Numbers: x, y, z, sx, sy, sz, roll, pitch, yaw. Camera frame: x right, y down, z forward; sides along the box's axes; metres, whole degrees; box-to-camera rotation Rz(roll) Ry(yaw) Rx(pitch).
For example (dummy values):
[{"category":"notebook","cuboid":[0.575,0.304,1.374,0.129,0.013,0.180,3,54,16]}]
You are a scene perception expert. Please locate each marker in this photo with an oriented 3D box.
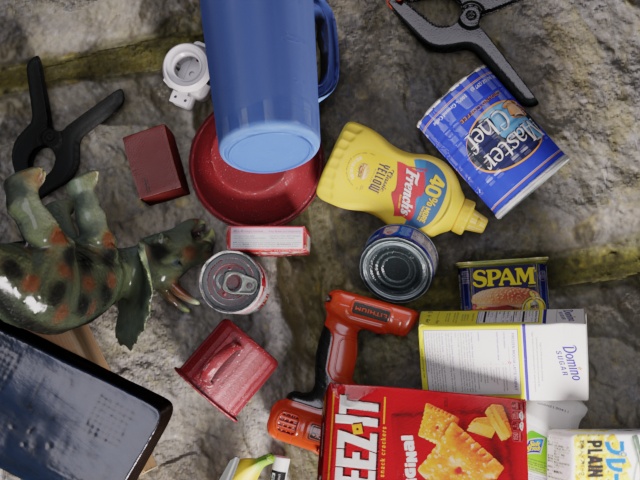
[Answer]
[{"category":"marker","cuboid":[-0.055,0.304,1.204,0.020,0.020,0.121,10,85,5]}]

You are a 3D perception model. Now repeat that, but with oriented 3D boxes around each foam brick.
[{"category":"foam brick","cuboid":[-0.190,-0.086,1.234,0.053,0.051,0.078,-16,83,3]}]

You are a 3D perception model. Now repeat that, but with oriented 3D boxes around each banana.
[{"category":"banana","cuboid":[-0.096,0.325,1.185,0.037,0.070,0.198,8,91,-36]}]

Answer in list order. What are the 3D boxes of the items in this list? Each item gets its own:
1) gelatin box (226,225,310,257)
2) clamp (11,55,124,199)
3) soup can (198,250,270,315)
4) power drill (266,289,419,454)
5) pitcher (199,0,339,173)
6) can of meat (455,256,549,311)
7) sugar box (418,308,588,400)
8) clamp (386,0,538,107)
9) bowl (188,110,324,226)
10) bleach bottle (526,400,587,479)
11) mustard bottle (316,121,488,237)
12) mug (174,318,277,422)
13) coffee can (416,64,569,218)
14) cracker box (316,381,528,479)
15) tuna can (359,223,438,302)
[{"category":"gelatin box","cuboid":[-0.058,0.001,1.206,0.089,0.073,0.030,-1,84,3]},{"category":"clamp","cuboid":[-0.320,-0.129,1.253,0.120,0.039,0.171,30,87,7]},{"category":"soup can","cuboid":[-0.093,0.049,1.189,0.068,0.102,0.068,0,84,4]},{"category":"power drill","cuboid":[0.049,0.159,1.192,0.184,0.057,0.187,17,85,4]},{"category":"pitcher","cuboid":[-0.055,-0.199,1.170,0.149,0.145,0.243,-8,67,5]},{"category":"can of meat","cuboid":[0.205,0.063,1.192,0.102,0.057,0.084,-4,87,4]},{"category":"sugar box","cuboid":[0.196,0.122,1.142,0.176,0.048,0.093,-2,111,12]},{"category":"clamp","cuboid":[0.177,-0.246,1.233,0.210,0.036,0.164,9,87,6]},{"category":"bowl","cuboid":[-0.076,-0.094,1.226,0.162,0.055,0.162,0,84,3]},{"category":"bleach bottle","cuboid":[0.245,0.263,1.168,0.102,0.068,0.251,16,83,1]},{"category":"mustard bottle","cuboid":[0.099,-0.055,1.209,0.191,0.058,0.096,25,91,5]},{"category":"mug","cuboid":[-0.103,0.138,1.177,0.093,0.117,0.081,39,83,15]},{"category":"coffee can","cuboid":[0.191,-0.109,1.186,0.103,0.103,0.140,-40,83,-1]},{"category":"cracker box","cuboid":[0.105,0.239,1.102,0.213,0.072,0.164,5,67,-3]},{"category":"tuna can","cuboid":[0.087,0.026,1.193,0.086,0.033,0.086,7,118,13]}]
